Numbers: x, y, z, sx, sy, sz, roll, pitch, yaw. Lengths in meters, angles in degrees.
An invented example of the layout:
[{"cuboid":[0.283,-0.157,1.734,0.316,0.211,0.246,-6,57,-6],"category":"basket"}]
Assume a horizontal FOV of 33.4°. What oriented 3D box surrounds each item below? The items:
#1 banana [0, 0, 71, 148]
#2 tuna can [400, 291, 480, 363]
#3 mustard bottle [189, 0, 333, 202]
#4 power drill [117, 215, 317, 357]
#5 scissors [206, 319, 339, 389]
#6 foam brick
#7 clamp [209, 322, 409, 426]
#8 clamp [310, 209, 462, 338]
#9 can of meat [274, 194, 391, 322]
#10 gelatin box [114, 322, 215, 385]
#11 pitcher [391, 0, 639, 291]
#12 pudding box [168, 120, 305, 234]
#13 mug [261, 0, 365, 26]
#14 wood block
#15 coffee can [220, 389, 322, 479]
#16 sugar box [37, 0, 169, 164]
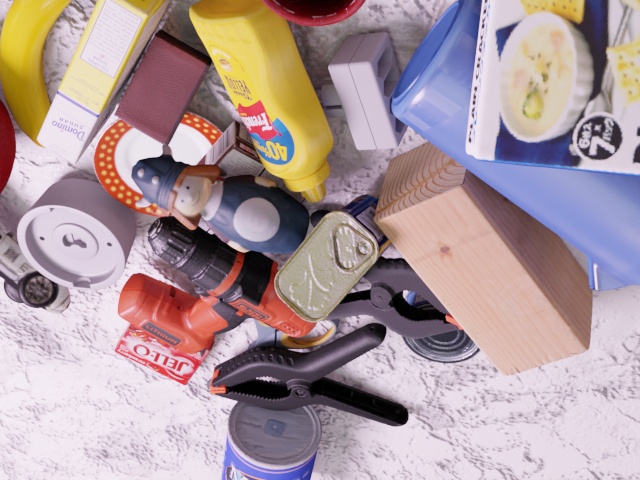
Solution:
[{"cuboid":[-0.245,-0.159,0.925,0.069,0.037,0.198,26,133,-7],"category":"banana"},{"cuboid":[0.120,0.080,1.034,0.086,0.033,0.086,8,132,9],"category":"tuna can"},{"cuboid":[-0.036,-0.111,0.872,0.096,0.058,0.191,24,146,50],"category":"mustard bottle"},{"cuboid":[-0.117,0.048,1.014,0.184,0.057,0.188,34,150,-26],"category":"power drill"},{"cuboid":[-0.073,0.102,1.120,0.202,0.016,0.096,-23,124,30],"category":"scissors"},{"cuboid":[-0.130,-0.128,0.890,0.051,0.053,0.078,28,102,-10],"category":"foam brick"},{"cuboid":[-0.011,0.151,1.122,0.210,0.036,0.164,-8,135,18],"category":"clamp"},{"cuboid":[0.056,0.036,0.988,0.172,0.039,0.120,9,125,21],"category":"clamp"},{"cuboid":[0.018,0.012,0.928,0.057,0.083,0.102,42,115,6],"category":"can of meat"},{"cuboid":[-0.167,0.111,1.146,0.089,0.030,0.073,28,132,-9],"category":"gelatin box"},{"cuboid":[0.186,-0.088,0.815,0.242,0.149,0.145,32,146,-9],"category":"pitcher"},{"cuboid":[-0.072,-0.042,0.963,0.090,0.039,0.114,28,129,-24],"category":"pudding box"},{"cuboid":[0.009,-0.221,0.767,0.117,0.081,0.093,-27,119,34],"category":"mug"},{"cuboid":[0.147,0.012,0.929,0.091,0.090,0.206,-23,121,32],"category":"wood block"},{"cuboid":[-0.058,0.248,1.188,0.103,0.102,0.140,14,133,4],"category":"coffee can"},{"cuboid":[-0.173,-0.152,0.872,0.048,0.093,0.176,32,131,-10],"category":"sugar box"}]
